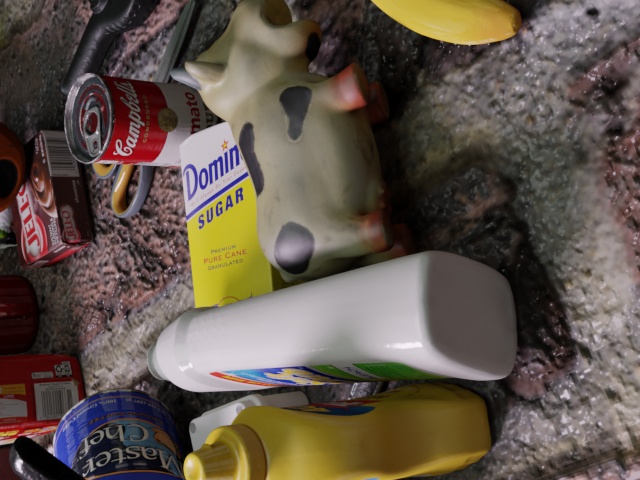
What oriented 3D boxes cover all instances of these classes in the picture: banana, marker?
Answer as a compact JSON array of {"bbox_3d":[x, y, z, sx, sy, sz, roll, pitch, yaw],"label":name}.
[{"bbox_3d":[0.052,-0.178,0.674,0.070,0.037,0.198,-53,55,35],"label":"banana"},{"bbox_3d":[0.022,0.122,0.722,0.020,0.020,0.121,39,118,40],"label":"marker"}]

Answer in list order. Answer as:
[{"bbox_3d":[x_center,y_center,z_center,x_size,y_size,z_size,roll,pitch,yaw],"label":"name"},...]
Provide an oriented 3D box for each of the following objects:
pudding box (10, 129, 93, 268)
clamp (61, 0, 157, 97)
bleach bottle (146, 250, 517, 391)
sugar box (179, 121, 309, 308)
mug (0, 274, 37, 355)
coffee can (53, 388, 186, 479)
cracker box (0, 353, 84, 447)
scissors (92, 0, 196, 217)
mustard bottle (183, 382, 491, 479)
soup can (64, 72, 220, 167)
[{"bbox_3d":[-0.260,-0.038,1.012,0.090,0.039,0.113,-24,72,46],"label":"pudding box"},{"bbox_3d":[-0.190,-0.217,0.936,0.172,0.039,0.120,-37,68,34],"label":"clamp"},{"bbox_3d":[-0.010,0.063,0.672,0.251,0.102,0.068,-13,68,39],"label":"bleach bottle"},{"bbox_3d":[-0.055,0.001,0.786,0.094,0.048,0.176,-16,81,45],"label":"sugar box"},{"bbox_3d":[-0.330,0.073,1.058,0.117,0.081,0.093,-16,78,47],"label":"mug"},{"bbox_3d":[-0.148,0.193,0.813,0.140,0.102,0.103,-123,48,-60],"label":"coffee can"},{"bbox_3d":[-0.350,0.164,1.022,0.214,0.163,0.072,-22,73,45],"label":"cracker box"},{"bbox_3d":[-0.156,-0.119,0.917,0.096,0.016,0.202,33,114,42],"label":"scissors"},{"bbox_3d":[0.004,0.119,0.615,0.096,0.191,0.058,-13,81,47],"label":"mustard bottle"},{"bbox_3d":[-0.138,-0.092,0.833,0.069,0.102,0.068,0,90,47],"label":"soup can"}]
